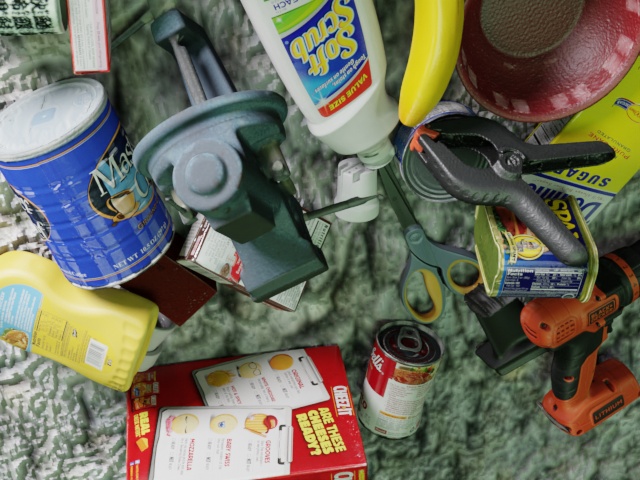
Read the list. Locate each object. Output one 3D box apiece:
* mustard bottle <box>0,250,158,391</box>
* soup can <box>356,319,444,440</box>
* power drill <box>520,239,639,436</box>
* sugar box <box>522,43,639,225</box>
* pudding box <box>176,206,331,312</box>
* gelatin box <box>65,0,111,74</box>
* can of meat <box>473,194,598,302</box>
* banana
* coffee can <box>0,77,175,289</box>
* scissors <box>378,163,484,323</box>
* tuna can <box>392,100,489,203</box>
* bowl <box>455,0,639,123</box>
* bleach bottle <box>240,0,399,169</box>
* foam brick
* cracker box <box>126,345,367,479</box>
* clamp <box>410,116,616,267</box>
[{"bbox_3d":[-0.243,0.060,0.936,0.191,0.058,0.096,23,131,-1],"label":"mustard bottle"},{"bbox_3d":[0.078,0.139,1.061,0.068,0.068,0.102,4,124,-13],"label":"soup can"},{"bbox_3d":[0.280,0.093,1.056,0.184,0.057,0.187,-26,131,-16],"label":"power drill"},{"bbox_3d":[0.241,-0.086,0.946,0.093,0.048,0.176,25,116,-24],"label":"sugar box"},{"bbox_3d":[-0.056,0.001,0.934,0.113,0.039,0.090,28,78,-27],"label":"pudding box"},{"bbox_3d":[-0.173,-0.179,0.792,0.030,0.073,0.089,-4,125,-8],"label":"gelatin box"},{"bbox_3d":[0.181,0.005,0.914,0.084,0.102,0.057,1,129,-5],"label":"can of meat"},{"bbox_3d":[0.078,-0.186,0.816,0.070,0.037,0.198,0,109,37],"label":"banana"},{"bbox_3d":[-0.192,-0.045,0.864,0.103,0.103,0.140,-20,126,4],"label":"coffee can"},{"bbox_3d":[0.107,-0.005,0.998,0.096,0.016,0.202,-12,126,-4],"label":"scissors"},{"bbox_3d":[0.107,-0.078,0.930,0.086,0.034,0.086,-7,121,-12],"label":"tuna can"},{"bbox_3d":[0.179,-0.179,0.865,0.162,0.055,0.162,-5,125,-7],"label":"bowl"},{"bbox_3d":[0.009,-0.161,0.845,0.102,0.068,0.250,-26,128,5],"label":"bleach bottle"},{"bbox_3d":[-0.138,0.028,0.955,0.053,0.051,0.078,-40,122,16],"label":"foam brick"},{"bbox_3d":[-0.074,0.188,1.009,0.213,0.164,0.072,-6,127,-6],"label":"cracker box"},{"bbox_3d":[0.162,-0.062,0.881,0.171,0.120,0.039,30,147,3],"label":"clamp"}]
